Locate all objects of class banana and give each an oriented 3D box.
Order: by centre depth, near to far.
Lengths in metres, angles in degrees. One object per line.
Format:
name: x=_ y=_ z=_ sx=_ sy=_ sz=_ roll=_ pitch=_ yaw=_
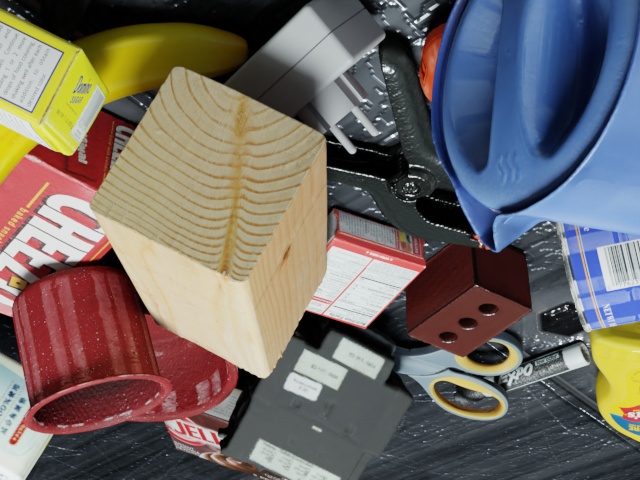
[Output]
banana: x=-0.133 y=-0.072 z=0.581 sx=0.069 sy=0.197 sz=0.037 roll=53 pitch=167 yaw=-7

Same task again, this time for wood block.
wood block: x=-0.053 y=0.001 z=0.617 sx=0.090 sy=0.090 sz=0.206 roll=26 pitch=162 yaw=9

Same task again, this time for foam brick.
foam brick: x=0.103 y=0.038 z=0.757 sx=0.053 sy=0.051 sz=0.078 roll=23 pitch=138 yaw=-24

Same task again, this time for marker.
marker: x=0.162 y=0.111 z=0.873 sx=0.121 sy=0.020 sz=0.020 roll=-25 pitch=135 yaw=30

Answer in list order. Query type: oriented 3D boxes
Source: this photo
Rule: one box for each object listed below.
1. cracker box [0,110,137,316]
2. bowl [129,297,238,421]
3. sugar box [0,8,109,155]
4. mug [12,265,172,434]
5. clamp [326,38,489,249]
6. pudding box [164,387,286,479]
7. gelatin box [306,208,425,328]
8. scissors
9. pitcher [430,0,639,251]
cracker box: x=-0.234 y=-0.040 z=0.654 sx=0.213 sy=0.072 sz=0.164 roll=25 pitch=137 yaw=-28
bowl: x=-0.141 y=0.076 z=0.811 sx=0.162 sy=0.055 sz=0.162 roll=1 pitch=142 yaw=1
sugar box: x=-0.193 y=-0.102 z=0.506 sx=0.176 sy=0.048 sz=0.093 roll=29 pitch=174 yaw=-1
mug: x=-0.152 y=0.074 z=0.691 sx=0.093 sy=0.081 sz=0.117 roll=-9 pitch=155 yaw=-21
clamp: x=0.045 y=-0.043 z=0.667 sx=0.120 sy=0.039 sz=0.171 roll=-20 pitch=131 yaw=35
pudding box: x=-0.077 y=0.158 z=0.902 sx=0.114 sy=0.039 sz=0.090 roll=14 pitch=146 yaw=18
gelatin box: x=0.021 y=0.021 z=0.756 sx=0.073 sy=0.030 sz=0.089 roll=18 pitch=139 yaw=-21
scissors: x=0.072 y=0.083 z=0.841 sx=0.201 sy=0.016 sz=0.096 roll=28 pitch=120 yaw=-15
pitcher: x=0.186 y=-0.067 z=0.485 sx=0.242 sy=0.145 sz=0.149 roll=10 pitch=153 yaw=-27
